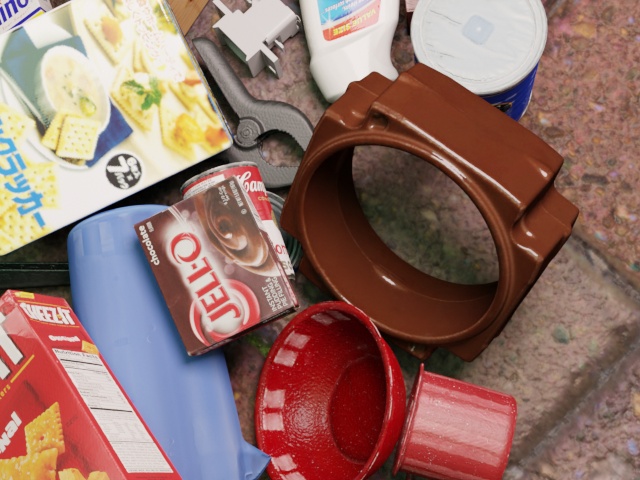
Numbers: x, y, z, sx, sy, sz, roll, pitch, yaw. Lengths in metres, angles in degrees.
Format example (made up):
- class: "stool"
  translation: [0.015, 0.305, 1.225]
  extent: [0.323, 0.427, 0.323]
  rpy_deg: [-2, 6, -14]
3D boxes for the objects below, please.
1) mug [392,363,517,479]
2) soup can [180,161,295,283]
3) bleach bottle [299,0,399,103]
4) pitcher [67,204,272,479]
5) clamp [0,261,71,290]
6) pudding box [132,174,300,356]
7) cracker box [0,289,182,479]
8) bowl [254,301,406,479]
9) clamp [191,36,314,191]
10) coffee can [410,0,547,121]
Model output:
- class: "mug"
  translation: [0.105, 0.164, 0.856]
  extent: [0.081, 0.093, 0.117]
  rpy_deg: [15, 113, 4]
- class: "soup can"
  translation: [-0.068, -0.005, 0.873]
  extent: [0.068, 0.068, 0.102]
  rpy_deg: [-20, 79, 3]
- class: "bleach bottle"
  translation: [0.032, -0.222, 0.939]
  extent: [0.102, 0.068, 0.251]
  rpy_deg: [-8, 83, -1]
- class: "pitcher"
  translation: [-0.149, 0.101, 0.872]
  extent: [0.145, 0.148, 0.243]
  rpy_deg: [-25, 71, 41]
- class: "clamp"
  translation: [-0.313, 0.027, 0.940]
  extent: [0.210, 0.036, 0.164]
  rpy_deg: [-43, 99, 8]
- class: "pudding box"
  translation: [-0.079, 0.020, 0.816]
  extent: [0.090, 0.039, 0.113]
  rpy_deg: [-26, 79, 6]
- class: "cracker box"
  translation: [-0.212, 0.168, 0.787]
  extent: [0.164, 0.072, 0.214]
  rpy_deg: [-48, 60, 12]
- class: "bowl"
  translation: [0.017, 0.132, 0.858]
  extent: [0.162, 0.055, 0.162]
  rpy_deg: [-20, 62, 44]
- class: "clamp"
  translation: [-0.064, -0.104, 0.938]
  extent: [0.171, 0.039, 0.120]
  rpy_deg: [17, 99, 4]
- class: "coffee can"
  translation: [0.127, -0.148, 0.873]
  extent: [0.103, 0.140, 0.103]
  rpy_deg: [-1, 80, 7]
